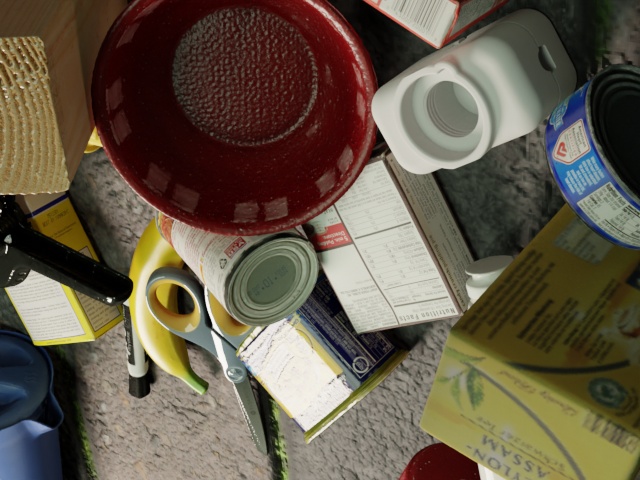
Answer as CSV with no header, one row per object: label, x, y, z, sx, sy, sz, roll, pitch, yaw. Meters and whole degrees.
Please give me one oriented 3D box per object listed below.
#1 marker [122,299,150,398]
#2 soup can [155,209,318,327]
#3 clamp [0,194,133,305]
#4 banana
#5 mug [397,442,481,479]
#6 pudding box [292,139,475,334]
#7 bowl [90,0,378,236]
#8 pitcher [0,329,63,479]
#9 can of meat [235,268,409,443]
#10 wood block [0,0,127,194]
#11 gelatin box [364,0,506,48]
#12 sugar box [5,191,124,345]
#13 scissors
marker,-0.152,0.084,0.882,0.020,0.020,0.121,23,130,26
soup can,-0.055,0.001,0.687,0.102,0.068,0.068,43,142,44
clamp,-0.244,-0.019,0.809,0.210,0.036,0.164,-4,119,43
banana,-0.112,0.034,0.808,0.069,0.037,0.198,11,129,5
mug,0.083,0.197,0.705,0.093,0.117,0.082,12,129,-13
pudding box,0.039,-0.002,0.658,0.090,0.039,0.113,-15,109,43
bowl,-0.047,-0.085,0.616,0.162,0.055,0.162,1,119,2
pitcher,-0.320,0.210,1.026,0.149,0.144,0.243,-125,29,-44
can of meat,-0.002,0.078,0.731,0.084,0.057,0.102,47,137,6
wood block,-0.175,-0.115,0.623,0.091,0.206,0.090,-2,122,2
gelatin box,0.047,-0.141,0.534,0.089,0.073,0.030,37,134,15
sugar box,-0.235,-0.001,0.876,0.094,0.048,0.176,-9,107,42
scissors,-0.083,0.089,0.809,0.096,0.016,0.202,6,126,2
